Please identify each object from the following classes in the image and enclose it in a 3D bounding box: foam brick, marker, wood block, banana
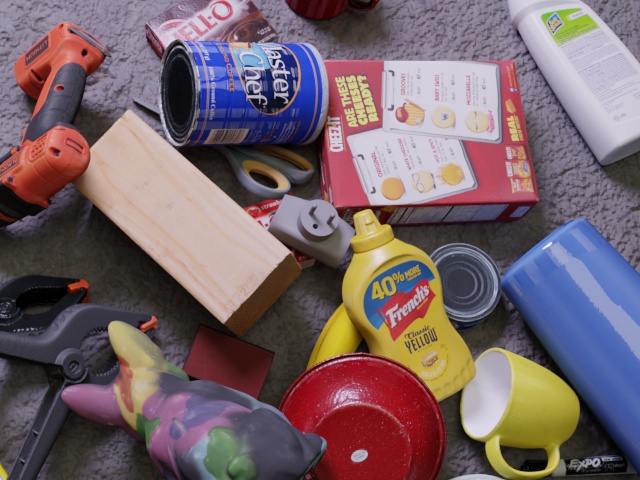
[{"bbox_3d":[-0.088,0.119,0.999,0.078,0.053,0.051,22,68,-3],"label":"foam brick"},{"bbox_3d":[0.254,0.221,1.043,0.121,0.020,0.020,-1,71,-11],"label":"marker"},{"bbox_3d":[-0.125,-0.014,0.998,0.206,0.091,0.090,41,85,14],"label":"wood block"},{"bbox_3d":[0.026,0.109,1.036,0.069,0.037,0.197,31,68,-27],"label":"banana"}]

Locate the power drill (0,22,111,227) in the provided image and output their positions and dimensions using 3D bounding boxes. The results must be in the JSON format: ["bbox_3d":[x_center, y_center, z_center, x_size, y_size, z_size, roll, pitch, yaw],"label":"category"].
[{"bbox_3d":[-0.272,-0.102,1.009,0.057,0.185,0.187,34,46,-37],"label":"power drill"}]

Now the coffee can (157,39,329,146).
[{"bbox_3d":[-0.077,-0.145,1.052,0.140,0.103,0.103,-4,70,-28],"label":"coffee can"}]

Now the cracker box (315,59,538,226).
[{"bbox_3d":[0.104,-0.100,1.105,0.213,0.072,0.164,-2,70,-10],"label":"cracker box"}]

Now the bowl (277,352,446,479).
[{"bbox_3d":[0.035,0.185,0.963,0.162,0.055,0.162,0,94,2],"label":"bowl"}]

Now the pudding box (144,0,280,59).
[{"bbox_3d":[-0.114,-0.214,1.122,0.113,0.039,0.090,-34,80,-19],"label":"pudding box"}]

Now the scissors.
[{"bbox_3d":[-0.104,-0.091,1.072,0.201,0.016,0.096,18,34,-5],"label":"scissors"}]

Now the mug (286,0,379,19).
[{"bbox_3d":[0.012,-0.286,1.148,0.117,0.082,0.093,29,68,1],"label":"mug"}]

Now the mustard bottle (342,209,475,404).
[{"bbox_3d":[0.073,0.062,1.012,0.096,0.058,0.191,-24,99,-17],"label":"mustard bottle"}]

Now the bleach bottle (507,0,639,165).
[{"bbox_3d":[0.289,-0.211,1.184,0.102,0.068,0.251,-24,74,-18],"label":"bleach bottle"}]

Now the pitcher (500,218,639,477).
[{"bbox_3d":[0.292,0.099,1.032,0.145,0.149,0.243,-35,78,-15],"label":"pitcher"}]

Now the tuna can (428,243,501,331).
[{"bbox_3d":[0.138,0.047,1.077,0.086,0.034,0.086,3,70,-9],"label":"tuna can"}]

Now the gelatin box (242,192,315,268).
[{"bbox_3d":[-0.057,0.001,1.059,0.089,0.030,0.073,-19,75,-17],"label":"gelatin box"}]

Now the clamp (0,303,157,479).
[{"bbox_3d":[-0.234,0.107,0.942,0.209,0.036,0.164,-38,110,-40],"label":"clamp"}]

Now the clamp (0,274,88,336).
[{"bbox_3d":[-0.297,0.069,0.975,0.171,0.039,0.120,-28,63,-38],"label":"clamp"}]
